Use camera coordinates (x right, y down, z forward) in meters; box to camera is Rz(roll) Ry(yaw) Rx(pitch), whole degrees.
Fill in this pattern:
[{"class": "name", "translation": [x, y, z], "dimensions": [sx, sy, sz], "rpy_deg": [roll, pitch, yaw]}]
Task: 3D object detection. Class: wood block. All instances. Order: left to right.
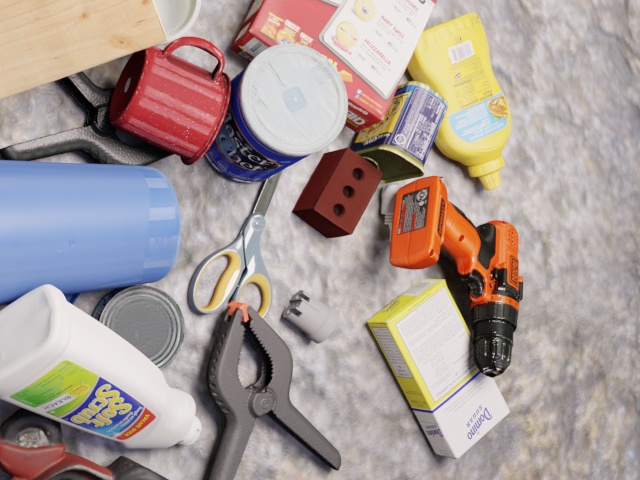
[{"class": "wood block", "translation": [-0.245, -0.187, 0.893], "dimensions": [0.206, 0.091, 0.090], "rpy_deg": [-20, 124, -2]}]

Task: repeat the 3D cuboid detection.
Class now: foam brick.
[{"class": "foam brick", "translation": [0.018, -0.049, 1.105], "dimensions": [0.053, 0.051, 0.078], "rpy_deg": [34, 74, -23]}]

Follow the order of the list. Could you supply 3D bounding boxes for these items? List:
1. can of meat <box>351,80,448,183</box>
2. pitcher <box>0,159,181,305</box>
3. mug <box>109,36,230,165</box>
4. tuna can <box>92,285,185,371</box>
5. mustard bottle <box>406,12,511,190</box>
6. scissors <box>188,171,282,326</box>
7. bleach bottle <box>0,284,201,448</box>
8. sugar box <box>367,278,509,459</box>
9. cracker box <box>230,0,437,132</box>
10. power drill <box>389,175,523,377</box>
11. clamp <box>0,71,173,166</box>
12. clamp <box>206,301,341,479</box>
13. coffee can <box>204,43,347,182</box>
[{"class": "can of meat", "translation": [0.080, -0.112, 1.113], "dimensions": [0.057, 0.102, 0.084], "rpy_deg": [30, 73, -23]}, {"class": "pitcher", "translation": [-0.249, 0.002, 0.918], "dimensions": [0.242, 0.149, 0.145], "rpy_deg": [-4, 64, -37]}, {"class": "mug", "translation": [-0.133, -0.134, 0.963], "dimensions": [0.081, 0.117, 0.093], "rpy_deg": [22, 34, -27]}, {"class": "tuna can", "translation": [-0.174, 0.085, 1.011], "dimensions": [0.086, 0.034, 0.086], "rpy_deg": [1, 89, -28]}, {"class": "mustard bottle", "translation": [0.161, -0.147, 1.179], "dimensions": [0.096, 0.058, 0.191], "rpy_deg": [-26, 100, -27]}, {"class": "scissors", "translation": [-0.057, 0.001, 1.085], "dimensions": [0.096, 0.016, 0.201], "rpy_deg": [44, 70, -22]}, {"class": "bleach bottle", "translation": [-0.184, 0.129, 0.941], "dimensions": [0.250, 0.103, 0.068], "rpy_deg": [39, 25, -49]}, {"class": "sugar box", "translation": [0.130, 0.139, 1.164], "dimensions": [0.093, 0.048, 0.176], "rpy_deg": [-34, 107, -28]}, {"class": "cracker box", "translation": [0.025, -0.245, 1.092], "dimensions": [0.164, 0.072, 0.213], "rpy_deg": [31, 71, -19]}, {"class": "power drill", "translation": [0.148, 0.032, 1.125], "dimensions": [0.187, 0.057, 0.184], "rpy_deg": [37, 48, -40]}, {"class": "clamp", "translation": [-0.209, -0.121, 0.995], "dimensions": [0.171, 0.039, 0.120], "rpy_deg": [8, 90, -34]}, {"class": "clamp", "translation": [-0.055, 0.162, 1.064], "dimensions": [0.164, 0.036, 0.210], "rpy_deg": [-8, 96, -34]}, {"class": "coffee can", "translation": [-0.048, -0.117, 1.014], "dimensions": [0.102, 0.140, 0.103], "rpy_deg": [3, 81, -22]}]
